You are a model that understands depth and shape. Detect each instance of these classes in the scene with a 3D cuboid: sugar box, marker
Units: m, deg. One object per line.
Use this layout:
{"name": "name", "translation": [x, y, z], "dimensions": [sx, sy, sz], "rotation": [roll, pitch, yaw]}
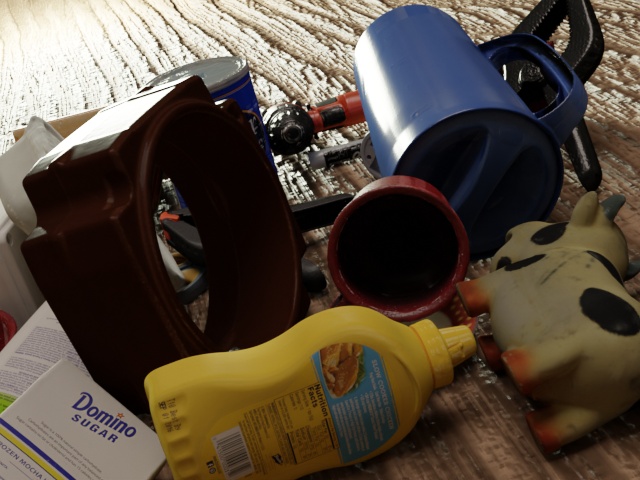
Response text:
{"name": "sugar box", "translation": [-0.170, 0.153, 0.600], "dimensions": [0.048, 0.093, 0.176], "rotation": [-54, -5, 38]}
{"name": "marker", "translation": [0.047, -0.095, 1.075], "dimensions": [0.121, 0.020, 0.020], "rotation": [-15, 25, 1]}

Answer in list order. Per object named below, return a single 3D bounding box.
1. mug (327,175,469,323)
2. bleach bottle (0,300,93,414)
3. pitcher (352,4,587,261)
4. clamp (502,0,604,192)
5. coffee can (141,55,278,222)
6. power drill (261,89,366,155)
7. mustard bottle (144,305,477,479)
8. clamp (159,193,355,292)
{"name": "mug", "translation": [0.047, 0.010, 0.736], "dimensions": [0.117, 0.093, 0.081], "rotation": [-53, 3, 13]}
{"name": "bleach bottle", "translation": [-0.199, 0.119, 0.709], "dimensions": [0.103, 0.068, 0.250], "rotation": [12, 35, 18]}
{"name": "pitcher", "translation": [0.107, -0.107, 0.876], "dimensions": [0.149, 0.145, 0.243], "rotation": [1, 34, -11]}
{"name": "clamp", "translation": [0.202, -0.134, 0.937], "dimensions": [0.165, 0.036, 0.210], "rotation": [18, 78, 42]}
{"name": "coffee can", "translation": [-0.099, -0.090, 1.004], "dimensions": [0.103, 0.140, 0.103], "rotation": [-13, 25, 6]}
{"name": "power drill", "translation": [0.030, -0.133, 1.086], "dimensions": [0.187, 0.057, 0.184], "rotation": [-14, 12, -3]}
{"name": "mustard bottle", "translation": [0.001, 0.090, 0.623], "dimensions": [0.191, 0.096, 0.058], "rotation": [-19, 24, -8]}
{"name": "clamp", "translation": [-0.056, 0.001, 0.890], "dimensions": [0.171, 0.039, 0.120], "rotation": [-3, 30, 12]}
